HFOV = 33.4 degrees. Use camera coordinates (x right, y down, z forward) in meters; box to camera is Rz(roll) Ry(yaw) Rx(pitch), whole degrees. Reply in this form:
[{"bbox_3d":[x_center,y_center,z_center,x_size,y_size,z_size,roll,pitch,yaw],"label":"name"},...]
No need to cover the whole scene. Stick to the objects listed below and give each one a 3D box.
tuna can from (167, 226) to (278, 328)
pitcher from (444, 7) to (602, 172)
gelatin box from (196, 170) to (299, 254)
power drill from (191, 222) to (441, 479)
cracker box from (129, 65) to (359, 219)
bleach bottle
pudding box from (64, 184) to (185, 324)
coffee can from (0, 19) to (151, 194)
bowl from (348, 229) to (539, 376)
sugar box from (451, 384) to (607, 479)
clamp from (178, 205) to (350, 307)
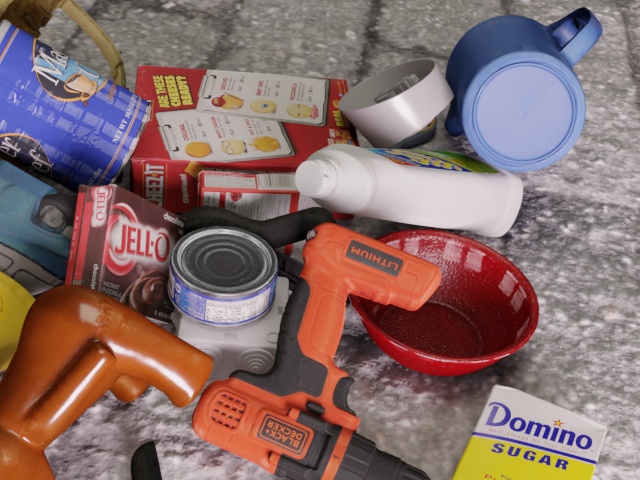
[{"bbox_3d":[-0.076,0.027,0.835,0.086,0.034,0.086,6,39,-5],"label":"tuna can"},{"bbox_3d":[0.196,-0.150,1.031,0.145,0.149,0.242,6,17,4],"label":"pitcher"},{"bbox_3d":[-0.066,-0.024,0.948,0.089,0.073,0.030,1,39,-9],"label":"gelatin box"},{"bbox_3d":[0.022,0.094,0.779,0.184,0.057,0.187,23,69,3],"label":"power drill"},{"bbox_3d":[-0.074,-0.094,1.034,0.213,0.072,0.164,2,39,-8],"label":"cracker box"},{"bbox_3d":[0.074,-0.046,0.929,0.103,0.068,0.250,27,16,35],"label":"bleach bottle"},{"bbox_3d":[-0.151,0.013,0.834,0.039,0.113,0.090,3,79,21],"label":"pudding box"},{"bbox_3d":[-0.230,-0.108,0.911,0.140,0.103,0.102,29,35,-19],"label":"coffee can"},{"bbox_3d":[0.097,0.061,0.891,0.162,0.055,0.162,6,39,-5],"label":"bowl"},{"bbox_3d":[0.138,0.183,0.759,0.093,0.048,0.176,21,42,14],"label":"sugar box"},{"bbox_3d":[-0.056,0.001,0.891,0.171,0.120,0.039,13,48,10],"label":"clamp"}]
